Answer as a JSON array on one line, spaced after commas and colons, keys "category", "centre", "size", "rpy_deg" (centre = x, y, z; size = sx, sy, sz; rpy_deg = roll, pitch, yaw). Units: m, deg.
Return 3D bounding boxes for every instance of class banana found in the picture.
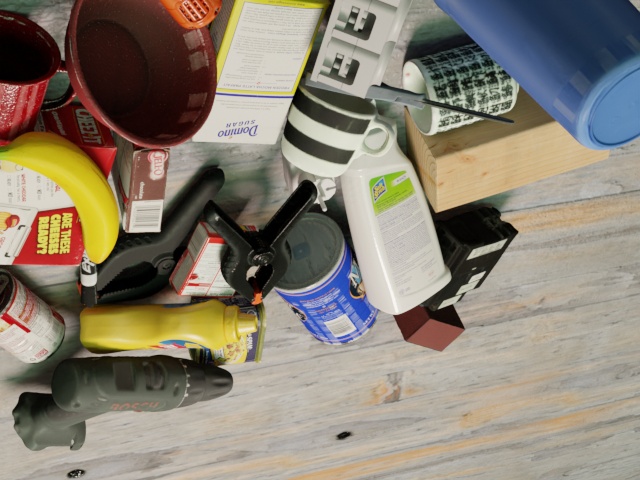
[{"category": "banana", "centre": [-0.226, -0.044, 0.974], "size": [0.070, 0.037, 0.197], "rpy_deg": [-18, 144, 12]}]

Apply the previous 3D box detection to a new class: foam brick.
[{"category": "foam brick", "centre": [0.145, 0.109, 1.433], "size": [0.078, 0.053, 0.051], "rpy_deg": [20, 125, -40]}]

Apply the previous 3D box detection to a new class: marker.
[{"category": "marker", "centre": [-0.245, 0.017, 1.127], "size": [0.020, 0.020, 0.121], "rpy_deg": [-6, 118, -21]}]

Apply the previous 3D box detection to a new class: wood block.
[{"category": "wood block", "centre": [0.206, -0.117, 1.169], "size": [0.206, 0.091, 0.090], "rpy_deg": [-18, 142, -7]}]

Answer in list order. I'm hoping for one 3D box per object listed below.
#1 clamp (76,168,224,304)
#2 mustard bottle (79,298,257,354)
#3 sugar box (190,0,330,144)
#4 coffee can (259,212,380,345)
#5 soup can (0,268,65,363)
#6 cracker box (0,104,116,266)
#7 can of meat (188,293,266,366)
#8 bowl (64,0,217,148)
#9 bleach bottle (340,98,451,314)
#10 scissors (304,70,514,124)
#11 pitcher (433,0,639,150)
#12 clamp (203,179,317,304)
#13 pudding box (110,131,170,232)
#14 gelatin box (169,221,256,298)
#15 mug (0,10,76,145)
[{"category": "clamp", "centre": [-0.167, 0.019, 1.187], "size": [0.210, 0.036, 0.164], "rpy_deg": [-30, 141, 3]}, {"category": "mustard bottle", "centre": [-0.166, 0.096, 1.202], "size": [0.192, 0.058, 0.096], "rpy_deg": [-3, 170, 8]}, {"category": "sugar box", "centre": [-0.064, -0.170, 1.012], "size": [0.093, 0.048, 0.176], "rpy_deg": [0, 140, -26]}, {"category": "coffee can", "centre": [0.002, 0.047, 1.250], "size": [0.103, 0.103, 0.140], "rpy_deg": [-28, 142, 6]}, {"category": "soup can", "centre": [-0.331, 0.083, 1.157], "size": [0.068, 0.068, 0.102], "rpy_deg": [-28, 142, 6]}, {"category": "cracker box", "centre": [-0.318, -0.055, 1.000], "size": [0.213, 0.072, 0.164], "rpy_deg": [1, 136, -29]}, {"category": "can of meat", "centre": [-0.116, 0.110, 1.304], "size": [0.083, 0.057, 0.102], "rpy_deg": [-7, 138, -16]}, {"category": "bowl", "centre": [-0.165, -0.155, 0.923], "size": [0.055, 0.162, 0.161], "rpy_deg": [-8, 156, 41]}, {"category": "bleach bottle", "centre": [0.075, -0.045, 1.174], "size": [0.102, 0.068, 0.251], "rpy_deg": [-32, 125, -26]}, {"category": "scissors", "centre": [0.084, -0.142, 1.045], "size": [0.201, 0.096, 0.016], "rpy_deg": [11, 106, -3]}, {"category": "pitcher", "centre": [0.216, -0.190, 0.967], "size": [0.149, 0.243, 0.145], "rpy_deg": [-9, 138, -28]}, {"category": "clamp", "centre": [-0.057, 0.001, 1.130], "size": [0.120, 0.039, 0.171], "rpy_deg": [-13, 145, -8]}, {"category": "pudding box", "centre": [-0.175, -0.076, 1.030], "size": [0.039, 0.090, 0.114], "rpy_deg": [-3, 138, -21]}, {"category": "gelatin box", "centre": [-0.115, 0.022, 1.170], "size": [0.073, 0.030, 0.089], "rpy_deg": [4, 129, -39]}, {"category": "mug", "centre": [-0.266, -0.136, 0.918], "size": [0.117, 0.093, 0.082], "rpy_deg": [-1, 142, -30]}]
